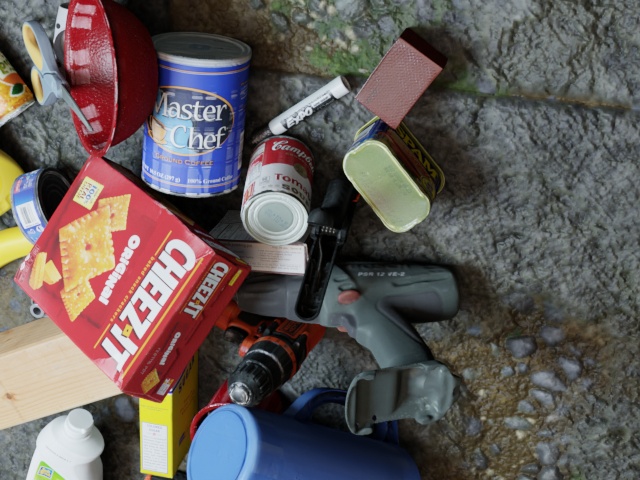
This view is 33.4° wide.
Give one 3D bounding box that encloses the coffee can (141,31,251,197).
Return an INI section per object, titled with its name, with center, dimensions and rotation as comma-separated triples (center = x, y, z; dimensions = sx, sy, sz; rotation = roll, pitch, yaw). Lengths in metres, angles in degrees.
[coffee can]
center = -0.125, -0.127, 1.066
dimensions = 0.103, 0.102, 0.140
rotation = 11, 115, 9

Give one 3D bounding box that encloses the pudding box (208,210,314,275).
[pudding box]
center = -0.057, 0.001, 1.111
dimensions = 0.113, 0.090, 0.039
rotation = 2, 112, 13

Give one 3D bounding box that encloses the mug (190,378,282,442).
[mug]
center = -0.094, 0.215, 1.215
dimensions = 0.093, 0.081, 0.117
rotation = 20, 116, 5

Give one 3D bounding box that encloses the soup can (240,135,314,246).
[soup can]
center = -0.042, -0.050, 1.069
dimensions = 0.068, 0.102, 0.068
rotation = 2, 127, 2

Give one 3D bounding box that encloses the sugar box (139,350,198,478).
[sugar box]
center = -0.170, 0.169, 1.209
dimensions = 0.048, 0.093, 0.176
rotation = 10, 115, 9

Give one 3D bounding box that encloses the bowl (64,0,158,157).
[bowl]
center = -0.197, -0.162, 1.020
dimensions = 0.055, 0.162, 0.162
rotation = -8, 118, -28

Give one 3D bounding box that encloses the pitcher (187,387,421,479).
[pitcher]
center = -0.014, 0.242, 1.126
dimensions = 0.242, 0.149, 0.145
rotation = 26, 121, -38

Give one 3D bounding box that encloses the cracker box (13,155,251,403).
[cracker box]
center = -0.196, 0.033, 1.070
dimensions = 0.214, 0.072, 0.164
rotation = 37, 95, 36

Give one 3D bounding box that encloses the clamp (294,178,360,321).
[clamp]
center = 0.010, -0.016, 1.037
dimensions = 0.039, 0.171, 0.120
rotation = 16, 132, 2

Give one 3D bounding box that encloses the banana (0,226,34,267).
[banana]
center = -0.379, 0.033, 1.236
dimensions = 0.069, 0.037, 0.198
rotation = 43, 116, -7

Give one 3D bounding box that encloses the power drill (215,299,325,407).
[power drill]
center = -0.105, 0.095, 1.122
dimensions = 0.188, 0.184, 0.057
rotation = 24, 116, 14

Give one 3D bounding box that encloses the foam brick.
[foam brick]
center = 0.078, -0.157, 1.030
dimensions = 0.053, 0.051, 0.078
rotation = 38, 116, -2

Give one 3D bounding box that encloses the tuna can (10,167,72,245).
[tuna can]
center = -0.296, -0.036, 1.159
dimensions = 0.034, 0.086, 0.086
rotation = -17, 107, 18

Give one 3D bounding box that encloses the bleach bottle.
[bleach bottle]
center = -0.300, 0.291, 1.278
dimensions = 0.102, 0.068, 0.251
rotation = 26, 130, 3

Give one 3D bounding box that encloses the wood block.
[wood block]
center = -0.301, 0.140, 1.233
dimensions = 0.206, 0.090, 0.091
rotation = -18, 108, 20

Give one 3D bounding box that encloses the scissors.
[scissors]
center = -0.264, -0.143, 1.076
dimensions = 0.202, 0.016, 0.096
rotation = 58, 151, 33

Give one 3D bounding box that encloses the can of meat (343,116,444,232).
[can of meat]
center = 0.071, -0.067, 1.052
dimensions = 0.058, 0.083, 0.102
rotation = -35, 100, 25

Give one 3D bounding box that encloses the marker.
[marker]
center = -0.023, -0.129, 1.085
dimensions = 0.121, 0.020, 0.020
rotation = -29, 103, 24
